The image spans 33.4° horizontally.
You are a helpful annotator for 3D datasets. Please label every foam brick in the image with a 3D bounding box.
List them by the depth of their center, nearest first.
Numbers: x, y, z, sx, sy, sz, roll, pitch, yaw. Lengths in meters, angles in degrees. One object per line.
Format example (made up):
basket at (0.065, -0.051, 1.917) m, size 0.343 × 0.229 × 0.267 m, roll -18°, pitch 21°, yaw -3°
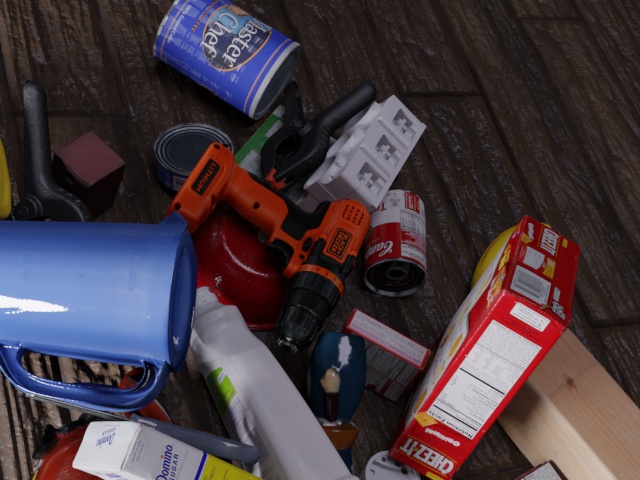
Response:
foam brick at (-0.239, -0.061, 1.082) m, size 0.053 × 0.078 × 0.051 m, roll 42°, pitch 50°, yaw 11°

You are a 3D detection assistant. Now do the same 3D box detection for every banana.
banana at (0.212, 0.035, 1.222) m, size 0.069 × 0.037 × 0.197 m, roll 40°, pitch 50°, yaw -13°

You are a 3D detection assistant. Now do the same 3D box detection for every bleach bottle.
bleach bottle at (-0.058, 0.147, 0.984) m, size 0.067 × 0.103 × 0.251 m, roll -15°, pitch 62°, yaw -33°

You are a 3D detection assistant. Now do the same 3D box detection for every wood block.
wood block at (0.271, 0.202, 1.084) m, size 0.090 × 0.090 × 0.206 m, roll -26°, pitch 68°, yaw -33°

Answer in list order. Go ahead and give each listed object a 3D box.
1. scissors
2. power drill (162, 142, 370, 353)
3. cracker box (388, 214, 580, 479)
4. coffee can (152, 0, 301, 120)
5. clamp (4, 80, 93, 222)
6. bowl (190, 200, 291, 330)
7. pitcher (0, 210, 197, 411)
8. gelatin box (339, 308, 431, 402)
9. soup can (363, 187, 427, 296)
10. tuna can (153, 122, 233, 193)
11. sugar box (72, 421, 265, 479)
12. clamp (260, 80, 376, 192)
scissors at (-0.134, 0.154, 0.871) m, size 0.201 × 0.096 × 0.016 m, roll 20°, pitch 79°, yaw -25°
power drill at (-0.057, 0.001, 1.043) m, size 0.187 × 0.057 × 0.184 m, roll 30°, pitch 52°, yaw -4°
cracker box at (0.157, 0.103, 1.004) m, size 0.072 × 0.214 × 0.164 m, roll 30°, pitch 30°, yaw 2°
coffee can at (-0.107, -0.219, 1.235) m, size 0.140 × 0.103 × 0.102 m, roll 33°, pitch 50°, yaw 4°
clamp at (-0.291, -0.026, 1.035) m, size 0.210 × 0.165 × 0.036 m, roll 59°, pitch 10°, yaw 4°
bowl at (-0.064, 0.009, 1.104) m, size 0.162 × 0.055 × 0.162 m, roll 8°, pitch 59°, yaw -15°
pitcher at (-0.234, 0.052, 0.942) m, size 0.243 × 0.145 × 0.149 m, roll 4°, pitch 20°, yaw 3°
gelatin box at (0.057, 0.116, 1.071) m, size 0.089 × 0.073 × 0.030 m, roll 28°, pitch 49°, yaw 0°
soup can at (0.082, 0.001, 1.171) m, size 0.068 × 0.069 × 0.102 m, roll 13°, pitch 51°, yaw -13°
tuna can at (-0.137, -0.088, 1.159) m, size 0.086 × 0.034 × 0.086 m, roll 4°, pitch 46°, yaw -4°
sugar box at (-0.100, 0.196, 0.859) m, size 0.176 × 0.094 × 0.048 m, roll 34°, pitch 64°, yaw -27°
clamp at (-0.024, -0.123, 1.203) m, size 0.120 × 0.039 × 0.171 m, roll 11°, pitch 53°, yaw 43°
